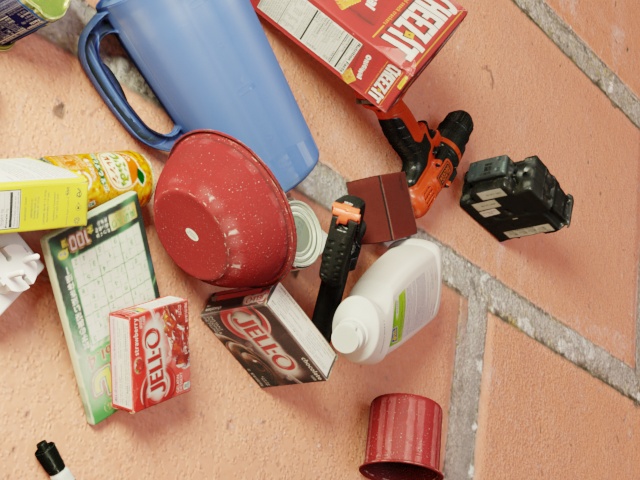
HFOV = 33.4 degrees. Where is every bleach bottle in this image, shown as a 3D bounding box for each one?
[{"bbox_3d":[0.068,0.067,1.141,0.250,0.068,0.102,-24,115,-67],"label":"bleach bottle"}]

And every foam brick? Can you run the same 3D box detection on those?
[{"bbox_3d":[0.072,-0.037,1.245,0.052,0.051,0.078,-12,90,-50],"label":"foam brick"}]

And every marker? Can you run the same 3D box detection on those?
[{"bbox_3d":[-0.204,0.218,0.893,0.020,0.020,0.121,-43,113,-45],"label":"marker"}]

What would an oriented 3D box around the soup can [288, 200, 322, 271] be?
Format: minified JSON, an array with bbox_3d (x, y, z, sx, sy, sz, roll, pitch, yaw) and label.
[{"bbox_3d":[-0.057,0.001,1.049,0.068,0.102,0.068,14,71,-46],"label":"soup can"}]

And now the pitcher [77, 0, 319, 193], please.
[{"bbox_3d":[-0.107,-0.150,1.022,0.242,0.149,0.145,61,26,-23],"label":"pitcher"}]

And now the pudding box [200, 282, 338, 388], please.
[{"bbox_3d":[-0.050,0.093,1.044,0.113,0.090,0.039,51,47,-28],"label":"pudding box"}]

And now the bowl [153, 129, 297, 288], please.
[{"bbox_3d":[-0.099,-0.016,0.963,0.055,0.162,0.162,-36,108,-41],"label":"bowl"}]

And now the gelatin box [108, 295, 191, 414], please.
[{"bbox_3d":[-0.148,0.099,0.936,0.073,0.030,0.089,-15,109,-52],"label":"gelatin box"}]

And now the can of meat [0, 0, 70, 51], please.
[{"bbox_3d":[-0.248,-0.220,0.898,0.057,0.084,0.102,35,56,-38],"label":"can of meat"}]

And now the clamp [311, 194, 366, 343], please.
[{"bbox_3d":[0.018,0.023,1.090,0.210,0.036,0.164,90,16,-73],"label":"clamp"}]

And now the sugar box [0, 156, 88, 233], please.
[{"bbox_3d":[-0.274,-0.032,0.810,0.175,0.093,0.048,-11,112,-46],"label":"sugar box"}]

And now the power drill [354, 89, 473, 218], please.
[{"bbox_3d":[0.120,-0.148,1.298,0.184,0.057,0.187,-58,133,-35],"label":"power drill"}]

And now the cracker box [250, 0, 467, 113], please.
[{"bbox_3d":[0.038,-0.264,1.178,0.213,0.072,0.164,38,48,1],"label":"cracker box"}]

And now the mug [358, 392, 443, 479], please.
[{"bbox_3d":[0.094,0.225,1.188,0.117,0.093,0.081,71,23,-59],"label":"mug"}]
